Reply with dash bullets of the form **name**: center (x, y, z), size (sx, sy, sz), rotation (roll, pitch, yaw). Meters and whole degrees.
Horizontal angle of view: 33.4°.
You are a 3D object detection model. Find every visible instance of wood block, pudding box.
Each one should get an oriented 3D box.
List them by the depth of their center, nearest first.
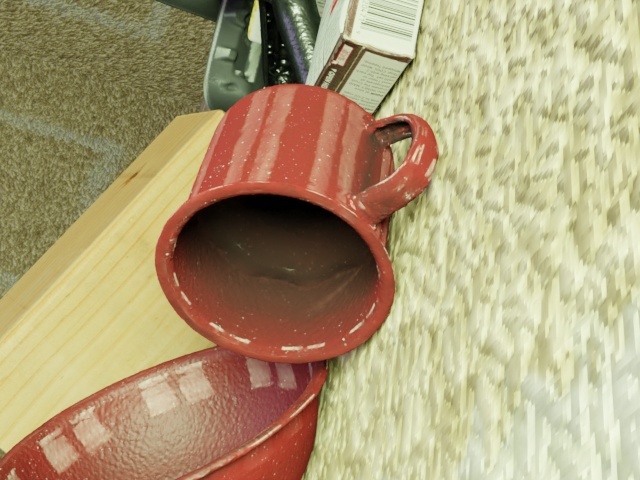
- **pudding box**: center (0.026, -0.123, 0.545), size (0.090, 0.039, 0.113), rotation (127, 159, -66)
- **wood block**: center (-0.108, 0.031, 0.598), size (0.206, 0.090, 0.091), rotation (-49, 20, -13)

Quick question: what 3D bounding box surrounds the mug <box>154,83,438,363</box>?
- **mug**: center (-0.004, -0.016, 0.431), size (0.117, 0.093, 0.081), rotation (-30, 29, 30)

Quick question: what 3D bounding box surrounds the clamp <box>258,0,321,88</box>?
- **clamp**: center (-0.019, -0.151, 0.646), size (0.120, 0.039, 0.171), rotation (45, 150, 54)

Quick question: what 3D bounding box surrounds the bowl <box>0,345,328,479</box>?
- **bowl**: center (-0.064, 0.102, 0.478), size (0.162, 0.162, 0.055), rotation (-120, 10, -77)
